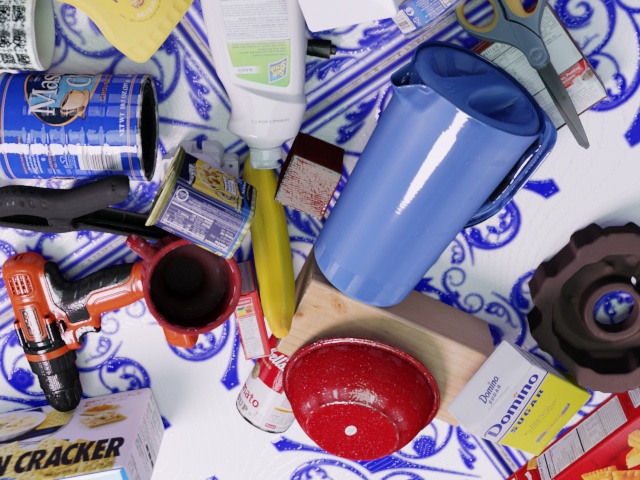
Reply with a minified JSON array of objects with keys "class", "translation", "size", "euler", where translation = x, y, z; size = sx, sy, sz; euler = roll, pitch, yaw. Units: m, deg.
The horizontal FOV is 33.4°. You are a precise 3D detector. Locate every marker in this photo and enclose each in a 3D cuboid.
[{"class":"marker","translation":[-0.045,-0.188,1.019],"size":[0.121,0.020,0.020],"euler":[6,113,-1]}]

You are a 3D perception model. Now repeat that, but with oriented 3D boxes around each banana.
[{"class":"banana","translation":[-0.053,-0.002,1.055],"size":[0.037,0.069,0.198],"euler":[-12,86,13]}]

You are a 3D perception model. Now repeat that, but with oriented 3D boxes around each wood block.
[{"class":"wood block","translation":[0.067,0.098,1.099],"size":[0.206,0.091,0.090],"euler":[24,112,-9]}]

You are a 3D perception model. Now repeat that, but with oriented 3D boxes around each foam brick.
[{"class":"foam brick","translation":[-0.010,-0.065,1.040],"size":[0.053,0.078,0.051],"euler":[22,112,-6]}]

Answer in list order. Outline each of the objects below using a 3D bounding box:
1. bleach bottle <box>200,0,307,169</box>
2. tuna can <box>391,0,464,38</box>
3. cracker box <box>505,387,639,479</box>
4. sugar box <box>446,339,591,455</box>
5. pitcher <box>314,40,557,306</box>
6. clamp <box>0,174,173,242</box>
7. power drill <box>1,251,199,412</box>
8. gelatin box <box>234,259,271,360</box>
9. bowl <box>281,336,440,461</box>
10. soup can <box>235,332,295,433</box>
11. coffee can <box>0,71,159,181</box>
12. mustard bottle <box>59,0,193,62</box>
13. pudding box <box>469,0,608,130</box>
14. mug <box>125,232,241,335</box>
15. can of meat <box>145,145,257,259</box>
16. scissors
[{"class":"bleach bottle","translation":[-0.065,-0.190,0.976],"size":[0.102,0.068,0.251],"euler":[-2,106,0]},{"class":"tuna can","translation":[0.101,-0.223,0.964],"size":[0.086,0.086,0.033],"euler":[-36,106,15]},{"class":"cracker box","translation":[0.328,0.279,1.179],"size":[0.164,0.072,0.214],"euler":[41,109,-14]},{"class":"sugar box","translation":[0.206,0.165,1.089],"size":[0.093,0.048,0.176],"euler":[-51,146,9]},{"class":"pitcher","translation":[0.100,-0.052,1.003],"size":[0.149,0.144,0.243],"euler":[37,125,7]},{"class":"clamp","translation":[-0.248,-0.033,1.041],"size":[0.210,0.164,0.036],"euler":[3,74,8]},{"class":"power drill","translation":[-0.226,0.089,1.121],"size":[0.188,0.057,0.184],"euler":[-10,112,6]},{"class":"gelatin box","translation":[-0.075,0.070,1.091],"size":[0.030,0.089,0.073],"euler":[-13,112,-4]},{"class":"bowl","translation":[0.036,0.169,1.056],"size":[0.162,0.055,0.162],"euler":[7,133,8]},{"class":"soup can","translation":[-0.040,0.146,1.135],"size":[0.068,0.068,0.102],"euler":[25,112,-9]},{"class":"coffee can","translation":[-0.231,-0.108,1.013],"size":[0.140,0.103,0.103],"euler":[1,113,1]},{"class":"mustard bottle","translation":[-0.209,-0.253,0.957],"size":[0.191,0.058,0.096],"euler":[37,94,-23]},{"class":"pudding box","translation":[0.206,-0.159,1.014],"size":[0.090,0.039,0.113],"euler":[-34,105,18]},{"class":"mug","translation":[-0.138,0.031,1.026],"size":[0.117,0.082,0.093],"euler":[35,88,-17]},{"class":"can of meat","translation":[-0.107,-0.034,0.979],"size":[0.084,0.102,0.057],"euler":[26,110,-11]},{"class":"scissors","translation":[0.178,-0.167,0.968],"size":[0.096,0.016,0.202],"euler":[-14,76,25]}]
